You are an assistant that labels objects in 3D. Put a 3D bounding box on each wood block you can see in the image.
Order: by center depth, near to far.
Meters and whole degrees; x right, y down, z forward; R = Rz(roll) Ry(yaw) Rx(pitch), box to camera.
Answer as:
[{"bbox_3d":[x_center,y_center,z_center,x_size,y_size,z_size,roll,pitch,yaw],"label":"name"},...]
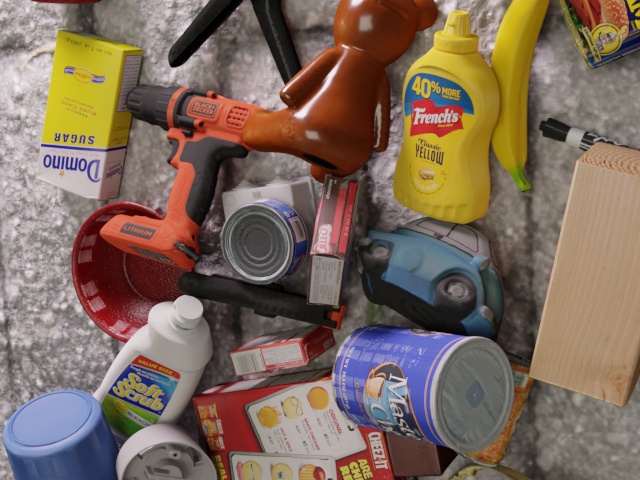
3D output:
[{"bbox_3d":[0.259,0.028,0.951,0.091,0.090,0.206,16,113,22],"label":"wood block"}]

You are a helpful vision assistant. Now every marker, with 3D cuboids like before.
[{"bbox_3d":[0.259,-0.086,0.981,0.121,0.020,0.020,23,108,20],"label":"marker"}]

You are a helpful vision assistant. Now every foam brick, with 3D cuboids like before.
[{"bbox_3d":[0.106,0.199,1.073,0.053,0.078,0.051,-8,98,26],"label":"foam brick"}]

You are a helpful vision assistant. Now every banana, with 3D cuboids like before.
[{"bbox_3d":[0.183,-0.148,0.980,0.070,0.037,0.198,28,123,54],"label":"banana"}]

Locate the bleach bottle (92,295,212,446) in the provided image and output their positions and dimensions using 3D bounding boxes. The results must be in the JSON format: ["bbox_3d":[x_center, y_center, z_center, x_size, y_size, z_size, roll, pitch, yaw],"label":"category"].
[{"bbox_3d":[-0.179,0.135,1.145,0.102,0.068,0.251,35,137,5],"label":"bleach bottle"}]

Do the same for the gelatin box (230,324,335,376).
[{"bbox_3d":[-0.039,0.115,1.128,0.089,0.073,0.030,-13,95,26],"label":"gelatin box"}]

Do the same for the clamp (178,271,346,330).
[{"bbox_3d":[-0.063,0.060,1.108,0.172,0.120,0.039,10,95,19],"label":"clamp"}]

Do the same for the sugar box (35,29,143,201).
[{"bbox_3d":[-0.262,-0.140,1.200,0.093,0.048,0.176,19,106,21],"label":"sugar box"}]

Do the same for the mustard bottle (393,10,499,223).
[{"bbox_3d":[0.120,-0.118,0.999,0.096,0.058,0.192,23,120,38],"label":"mustard bottle"}]

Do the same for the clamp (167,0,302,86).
[{"bbox_3d":[-0.064,-0.252,1.092,0.165,0.036,0.210,24,108,20],"label":"clamp"}]

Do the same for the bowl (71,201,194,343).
[{"bbox_3d":[-0.199,0.033,1.197,0.162,0.055,0.162,5,102,24],"label":"bowl"}]

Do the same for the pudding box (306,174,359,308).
[{"bbox_3d":[0.012,0.003,1.046,0.039,0.113,0.090,9,61,5],"label":"pudding box"}]

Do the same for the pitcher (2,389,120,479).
[{"bbox_3d":[-0.277,0.294,1.187,0.145,0.149,0.243,1,122,19],"label":"pitcher"}]

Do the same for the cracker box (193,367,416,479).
[{"bbox_3d":[-0.015,0.224,1.138,0.214,0.072,0.164,-11,95,25],"label":"cracker box"}]

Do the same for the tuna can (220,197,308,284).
[{"bbox_3d":[-0.057,0.001,1.080,0.086,0.033,0.086,5,101,24],"label":"tuna can"}]

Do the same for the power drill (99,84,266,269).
[{"bbox_3d":[-0.158,-0.074,1.118,0.185,0.057,0.187,15,77,31],"label":"power drill"}]

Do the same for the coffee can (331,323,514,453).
[{"bbox_3d":[0.094,0.134,0.994,0.141,0.102,0.103,3,102,51],"label":"coffee can"}]
